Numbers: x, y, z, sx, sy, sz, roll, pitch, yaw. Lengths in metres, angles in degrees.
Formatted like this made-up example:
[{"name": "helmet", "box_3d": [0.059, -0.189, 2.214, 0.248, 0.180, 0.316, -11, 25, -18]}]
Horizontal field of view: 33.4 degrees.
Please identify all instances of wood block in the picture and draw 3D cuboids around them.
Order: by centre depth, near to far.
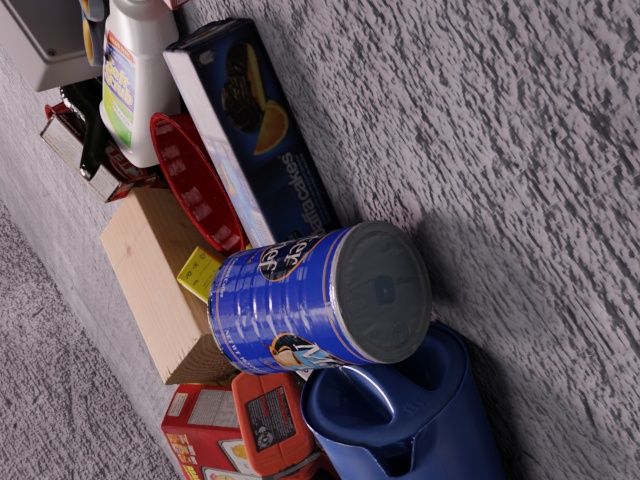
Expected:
[{"name": "wood block", "box_3d": [-0.155, 0.048, 1.177, 0.091, 0.090, 0.206, -50, 55, 32]}]

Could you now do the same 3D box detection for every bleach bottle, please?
[{"name": "bleach bottle", "box_3d": [-0.174, -0.177, 1.029, 0.103, 0.068, 0.251, 57, 159, 21]}]

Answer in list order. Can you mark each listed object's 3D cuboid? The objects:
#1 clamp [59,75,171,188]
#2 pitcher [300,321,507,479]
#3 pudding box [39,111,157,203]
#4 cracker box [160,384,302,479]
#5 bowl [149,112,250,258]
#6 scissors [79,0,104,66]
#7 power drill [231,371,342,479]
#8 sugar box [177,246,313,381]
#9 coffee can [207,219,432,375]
[{"name": "clamp", "box_3d": [-0.238, -0.129, 1.175, 0.210, 0.036, 0.164, 53, -156, 21]}, {"name": "pitcher", "box_3d": [0.087, 0.186, 0.867, 0.145, 0.149, 0.243, 12, 137, 44]}, {"name": "pudding box", "box_3d": [-0.247, -0.097, 1.202, 0.113, 0.039, 0.090, 43, -160, 7]}, {"name": "cracker box", "box_3d": [-0.047, 0.234, 1.167, 0.214, 0.072, 0.164, 1, 134, 18]}, {"name": "bowl", "box_3d": [-0.098, -0.062, 1.023, 0.162, 0.055, 0.162, 49, 159, 25]}, {"name": "scissors", "box_3d": [-0.236, -0.232, 1.069, 0.202, 0.016, 0.096, -136, 42, -65]}, {"name": "power drill", "box_3d": [-0.008, 0.181, 0.922, 0.187, 0.057, 0.184, 55, -172, -43]}, {"name": "sugar box", "box_3d": [-0.052, 0.077, 1.048, 0.176, 0.048, 0.093, 34, 178, 17]}, {"name": "coffee can", "box_3d": [-0.002, 0.046, 0.805, 0.141, 0.102, 0.103, -12, 111, 44]}]
